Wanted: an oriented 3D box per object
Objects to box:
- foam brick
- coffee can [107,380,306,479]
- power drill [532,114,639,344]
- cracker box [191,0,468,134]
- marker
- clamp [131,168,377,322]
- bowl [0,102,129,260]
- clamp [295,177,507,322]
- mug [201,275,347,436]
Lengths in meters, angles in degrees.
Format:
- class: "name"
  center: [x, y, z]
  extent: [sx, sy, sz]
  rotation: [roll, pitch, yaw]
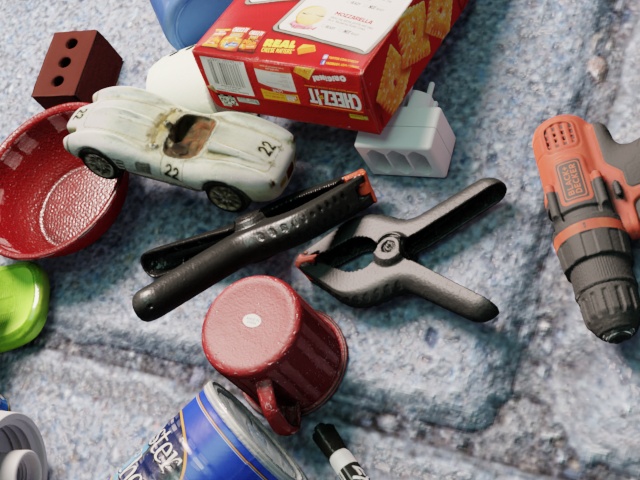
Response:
- class: "foam brick"
  center: [-0.235, -0.159, 1.039]
  extent: [0.053, 0.051, 0.078]
  rotation: [1, 64, 25]
- class: "coffee can"
  center: [-0.094, 0.184, 0.756]
  extent: [0.140, 0.102, 0.103]
  rotation: [-43, 55, -2]
- class: "power drill"
  center: [0.251, -0.031, 0.742]
  extent: [0.188, 0.057, 0.184]
  rotation: [-18, 58, 15]
- class: "cracker box"
  center: [0.020, -0.190, 0.894]
  extent: [0.164, 0.072, 0.213]
  rotation: [12, 52, 30]
- class: "marker"
  center: [0.029, 0.176, 0.755]
  extent: [0.020, 0.020, 0.121]
  rotation: [-39, 54, 1]
- class: "clamp"
  center: [-0.055, 0.001, 0.838]
  extent: [0.210, 0.036, 0.164]
  rotation: [-22, 14, 5]
- class: "bowl"
  center: [-0.232, -0.044, 0.972]
  extent: [0.162, 0.055, 0.162]
  rotation: [-11, 60, 19]
- class: "clamp"
  center: [0.066, 0.004, 0.820]
  extent: [0.172, 0.039, 0.120]
  rotation: [3, 54, 28]
- class: "mug"
  center: [-0.036, 0.088, 0.794]
  extent: [0.093, 0.081, 0.117]
  rotation: [-16, 58, 16]
